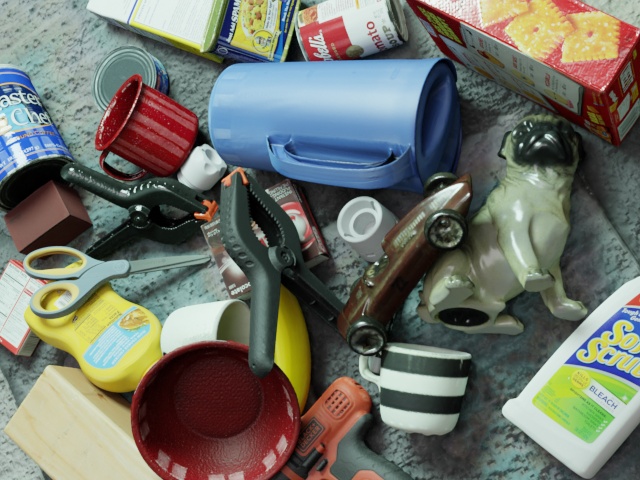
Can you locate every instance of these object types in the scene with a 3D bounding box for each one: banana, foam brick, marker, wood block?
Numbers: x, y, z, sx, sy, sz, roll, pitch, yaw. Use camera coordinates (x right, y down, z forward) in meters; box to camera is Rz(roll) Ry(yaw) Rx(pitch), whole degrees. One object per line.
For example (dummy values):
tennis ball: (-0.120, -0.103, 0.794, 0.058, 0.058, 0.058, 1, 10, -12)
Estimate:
banana: (-0.042, 0.115, 1.078, 0.069, 0.037, 0.198, 3, 89, -20)
foam brick: (-0.311, -0.023, 1.220, 0.078, 0.051, 0.053, -34, 69, 12)
marker: (0.066, 0.073, 1.068, 0.020, 0.020, 0.121, 13, 85, 23)
wood block: (-0.216, 0.228, 1.113, 0.206, 0.090, 0.090, 36, 94, 24)

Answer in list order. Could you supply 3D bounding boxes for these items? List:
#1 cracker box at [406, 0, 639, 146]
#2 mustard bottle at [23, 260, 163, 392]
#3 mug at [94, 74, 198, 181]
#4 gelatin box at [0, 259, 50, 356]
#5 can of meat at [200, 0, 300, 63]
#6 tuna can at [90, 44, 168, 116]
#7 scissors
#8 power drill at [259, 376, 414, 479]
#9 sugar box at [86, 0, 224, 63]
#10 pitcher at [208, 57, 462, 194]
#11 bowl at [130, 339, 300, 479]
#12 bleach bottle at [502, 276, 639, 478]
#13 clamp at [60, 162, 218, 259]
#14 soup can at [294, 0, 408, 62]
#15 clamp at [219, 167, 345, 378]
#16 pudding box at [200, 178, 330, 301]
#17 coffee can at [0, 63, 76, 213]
cracker box: (0.195, -0.184, 0.987, 0.214, 0.164, 0.072, 34, 92, 23)
mustard bottle: (-0.223, 0.107, 1.151, 0.192, 0.058, 0.096, 35, 65, 23)
mug: (-0.193, -0.111, 1.160, 0.117, 0.081, 0.093, -51, 29, 19)
gelatin box: (-0.344, 0.077, 1.226, 0.073, 0.030, 0.089, 30, 92, 25)
can of meat: (-0.073, -0.238, 1.141, 0.083, 0.057, 0.102, 15, 90, -18)
tuna can: (-0.217, -0.177, 1.221, 0.086, 0.033, 0.086, -4, 78, 21)
scissors: (-0.225, 0.047, 1.147, 0.202, 0.016, 0.096, 6, 57, 6)
power drill: (0.025, 0.254, 1.030, 0.188, 0.057, 0.184, 42, 97, 23)
sugar box: (-0.172, -0.273, 1.215, 0.176, 0.048, 0.093, 24, 88, 26)
pitcher: (0.009, -0.114, 1.062, 0.243, 0.149, 0.145, 6, 83, 26)
bowl: (-0.100, 0.163, 1.032, 0.162, 0.055, 0.162, 0, 105, -1)
bleach bottle: (0.279, 0.087, 0.959, 0.103, 0.068, 0.251, 38, 93, 22)
clamp: (-0.200, -0.040, 1.159, 0.172, 0.120, 0.039, -9, 37, 16)
soup can: (0.033, -0.222, 1.111, 0.102, 0.068, 0.068, -16, 75, 18)
clamp: (-0.049, 0.030, 1.025, 0.036, 0.164, 0.210, -33, 83, 36)
pudding box: (-0.057, 0.001, 1.120, 0.114, 0.039, 0.090, -29, 72, 15)
coffee can: (-0.354, -0.117, 1.226, 0.103, 0.102, 0.140, -37, 69, 12)
